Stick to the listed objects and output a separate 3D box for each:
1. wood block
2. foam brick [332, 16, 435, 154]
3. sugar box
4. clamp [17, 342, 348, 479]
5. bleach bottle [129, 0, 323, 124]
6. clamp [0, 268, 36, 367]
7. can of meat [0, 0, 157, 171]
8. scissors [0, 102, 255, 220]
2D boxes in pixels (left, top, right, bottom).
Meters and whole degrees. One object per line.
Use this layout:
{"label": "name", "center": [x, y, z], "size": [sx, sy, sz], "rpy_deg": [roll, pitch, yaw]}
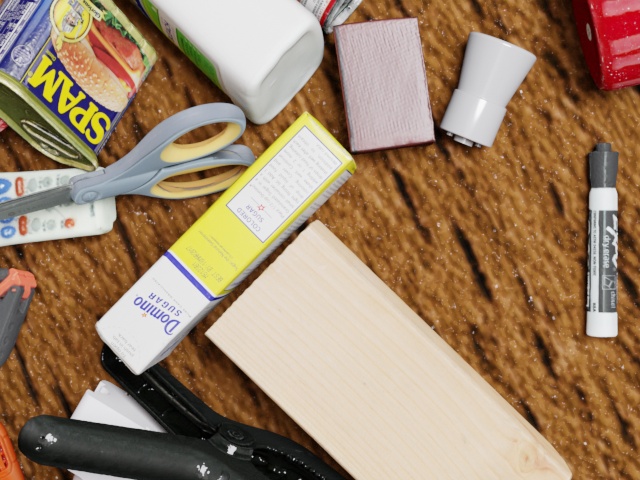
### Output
{"label": "wood block", "center": [0.040, 0.091, 0.645], "size": [0.206, 0.090, 0.091], "rpy_deg": [44, 94, 0]}
{"label": "foam brick", "center": [0.039, -0.094, 0.657], "size": [0.051, 0.053, 0.078], "rpy_deg": [-8, 93, 4]}
{"label": "sugar box", "center": [-0.054, 0.001, 0.646], "size": [0.176, 0.093, 0.048], "rpy_deg": [-43, 89, 3]}
{"label": "clamp", "center": [-0.062, 0.127, 0.609], "size": [0.210, 0.164, 0.036], "rpy_deg": [28, 103, 6]}
{"label": "bleach bottle", "center": [-0.112, -0.180, 0.650], "size": [0.251, 0.102, 0.068], "rpy_deg": [41, 86, 7]}
{"label": "clamp", "center": [-0.254, 0.081, 0.686], "size": [0.171, 0.039, 0.120], "rpy_deg": [-27, 88, 7]}
{"label": "can of meat", "center": [-0.154, -0.104, 0.637], "size": [0.058, 0.102, 0.084], "rpy_deg": [16, 70, 35]}
{"label": "scissors", "center": [-0.127, -0.042, 0.625], "size": [0.201, 0.096, 0.016], "rpy_deg": [-9, 63, -26]}
